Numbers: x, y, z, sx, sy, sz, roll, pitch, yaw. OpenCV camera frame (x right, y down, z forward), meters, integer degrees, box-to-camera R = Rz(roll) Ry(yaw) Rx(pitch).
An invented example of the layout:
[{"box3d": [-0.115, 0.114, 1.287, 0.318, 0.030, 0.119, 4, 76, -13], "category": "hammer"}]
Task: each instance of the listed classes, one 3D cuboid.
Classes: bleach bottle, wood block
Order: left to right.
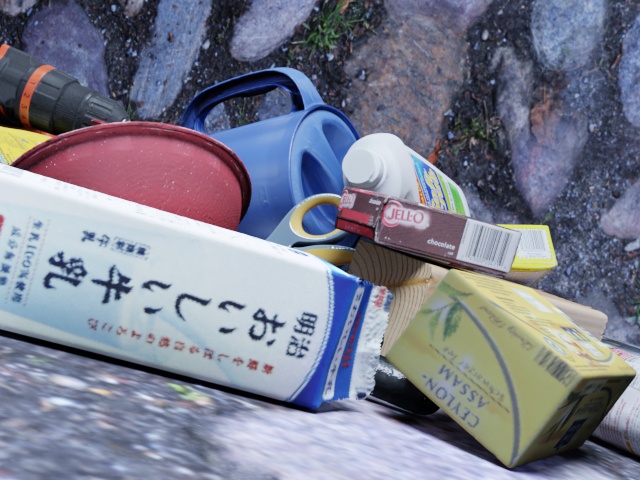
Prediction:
[{"box3d": [0.075, -0.030, 0.948, 0.068, 0.102, 0.250, -13, -14, 19], "category": "bleach bottle"}, {"box3d": [0.119, 0.071, 0.844, 0.205, 0.090, 0.091, 16, 3, -37], "category": "wood block"}]

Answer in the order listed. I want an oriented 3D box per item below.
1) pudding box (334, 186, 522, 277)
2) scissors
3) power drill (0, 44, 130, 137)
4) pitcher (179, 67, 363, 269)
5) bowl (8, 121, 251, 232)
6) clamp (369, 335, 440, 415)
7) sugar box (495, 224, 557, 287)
[{"box3d": [0.077, -0.008, 0.791, 0.113, 0.039, 0.090, 16, 3, -19], "category": "pudding box"}, {"box3d": [-0.056, 0.001, 0.853, 0.202, 0.096, 0.016, 7, -20, 4], "category": "scissors"}, {"box3d": [-0.234, -0.100, 0.922, 0.184, 0.057, 0.187, 24, -17, 9], "category": "power drill"}, {"box3d": [-0.084, -0.052, 0.984, 0.243, 0.149, 0.145, -6, -35, 33], "category": "pitcher"}, {"box3d": [-0.117, 0.000, 0.647, 0.162, 0.055, 0.162, -9, -31, -6], "category": "bowl"}, {"box3d": [-0.013, 0.063, 0.678, 0.171, 0.039, 0.120, 20, 1, -12], "category": "clamp"}, {"box3d": [0.133, 0.041, 0.980, 0.093, 0.048, 0.176, 2, -25, -19], "category": "sugar box"}]
